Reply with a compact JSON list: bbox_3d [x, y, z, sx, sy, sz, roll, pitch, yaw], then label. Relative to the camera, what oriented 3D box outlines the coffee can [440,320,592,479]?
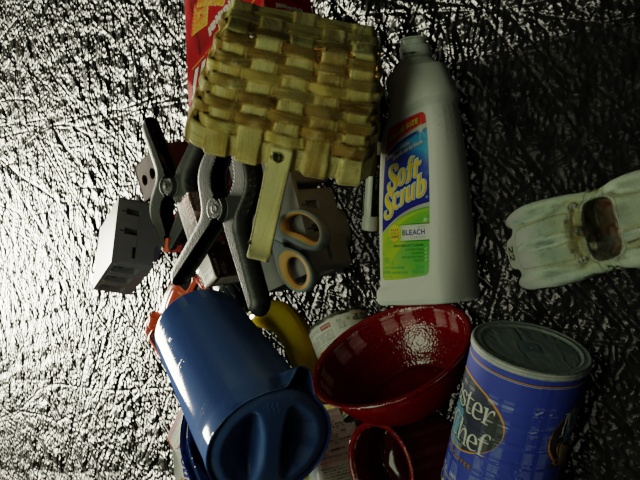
[{"bbox_3d":[0.167,0.153,0.920,0.103,0.102,0.140,30,118,45],"label":"coffee can"}]

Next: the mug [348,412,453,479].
[{"bbox_3d":[0.080,0.213,1.054,0.117,0.081,0.093,13,105,50],"label":"mug"}]

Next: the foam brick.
[{"bbox_3d":[-0.196,-0.088,1.378,0.078,0.051,0.053,-33,70,48],"label":"foam brick"}]

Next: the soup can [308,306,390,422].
[{"bbox_3d":[0.036,0.129,1.108,0.069,0.068,0.102,-45,60,45],"label":"soup can"}]

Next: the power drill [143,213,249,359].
[{"bbox_3d":[-0.154,0.079,1.348,0.185,0.057,0.188,51,128,40],"label":"power drill"}]

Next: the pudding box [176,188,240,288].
[{"bbox_3d":[-0.109,-0.005,1.252,0.039,0.089,0.113,-36,68,50],"label":"pudding box"}]

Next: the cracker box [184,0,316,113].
[{"bbox_3d":[-0.084,-0.251,1.156,0.164,0.072,0.213,-37,49,46],"label":"cracker box"}]

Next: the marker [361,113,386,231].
[{"bbox_3d":[0.055,-0.070,1.095,0.020,0.020,0.121,16,108,49],"label":"marker"}]

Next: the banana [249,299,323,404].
[{"bbox_3d":[-0.034,0.116,1.201,0.198,0.037,0.070,41,121,55],"label":"banana"}]

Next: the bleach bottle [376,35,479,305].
[{"bbox_3d":[0.094,-0.066,1.015,0.103,0.067,0.251,-6,88,51],"label":"bleach bottle"}]

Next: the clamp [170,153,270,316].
[{"bbox_3d":[-0.095,-0.027,1.145,0.165,0.036,0.210,25,108,44],"label":"clamp"}]

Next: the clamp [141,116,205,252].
[{"bbox_3d":[-0.168,-0.072,1.293,0.120,0.039,0.171,-5,91,47],"label":"clamp"}]

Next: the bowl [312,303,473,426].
[{"bbox_3d":[0.076,0.126,1.016,0.162,0.161,0.055,9,131,51],"label":"bowl"}]

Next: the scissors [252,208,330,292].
[{"bbox_3d":[-0.058,0.001,1.148,0.202,0.016,0.096,7,99,51],"label":"scissors"}]

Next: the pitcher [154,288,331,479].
[{"bbox_3d":[-0.101,0.162,1.148,0.243,0.149,0.145,48,157,54],"label":"pitcher"}]

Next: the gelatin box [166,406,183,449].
[{"bbox_3d":[-0.145,0.226,1.343,0.030,0.073,0.089,52,132,34],"label":"gelatin box"}]
